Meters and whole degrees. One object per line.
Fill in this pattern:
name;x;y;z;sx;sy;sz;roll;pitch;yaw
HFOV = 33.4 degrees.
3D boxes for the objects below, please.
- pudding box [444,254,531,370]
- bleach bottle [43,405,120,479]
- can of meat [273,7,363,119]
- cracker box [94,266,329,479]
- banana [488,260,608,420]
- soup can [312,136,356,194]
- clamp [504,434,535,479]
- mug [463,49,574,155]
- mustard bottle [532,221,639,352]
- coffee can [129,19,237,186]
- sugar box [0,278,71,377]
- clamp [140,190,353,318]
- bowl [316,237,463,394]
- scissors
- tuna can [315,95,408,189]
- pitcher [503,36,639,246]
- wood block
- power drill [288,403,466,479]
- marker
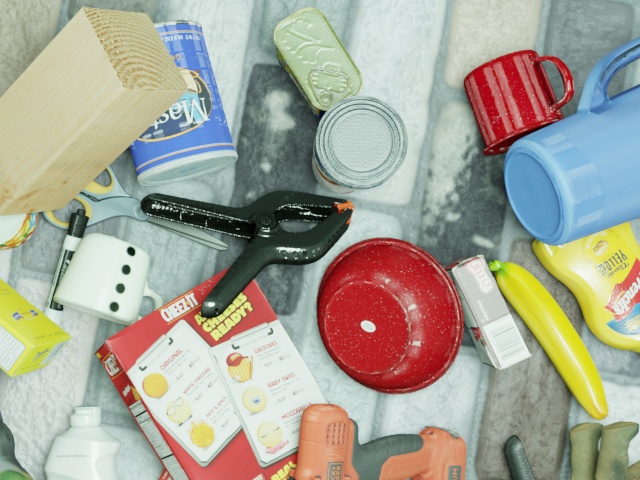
pudding box;0.164;0.071;1.071;0.039;0.090;0.113;-24;88;-1
bleach bottle;-0.224;0.291;1.063;0.102;0.068;0.251;-2;85;1
can of meat;-0.004;-0.175;1.083;0.057;0.084;0.102;-32;88;-3
cracker box;-0.094;0.154;1.044;0.164;0.072;0.214;-31;87;-29
banana;0.231;0.093;1.085;0.037;0.069;0.198;-35;95;32
soup can;0.026;-0.084;1.069;0.068;0.102;0.068;0;87;-2
clamp;0.225;0.282;1.086;0.120;0.039;0.171;20;82;0
mug;0.203;-0.145;1.076;0.093;0.117;0.081;-12;80;-42
mustard bottle;0.308;0.053;1.091;0.096;0.058;0.191;-35;89;-10
coffee can;-0.150;-0.135;1.068;0.103;0.103;0.140;-15;87;-2
sugar box;-0.337;0.059;1.047;0.176;0.093;0.048;40;96;6
clamp;-0.057;0.001;1.055;0.209;0.036;0.165;-8;48;-21
bowl;0.056;0.080;1.048;0.162;0.055;0.162;5;101;27
scissors;-0.202;-0.019;1.103;0.202;0.016;0.096;38;88;1
tuna can;0.038;-0.091;1.001;0.086;0.034;0.086;0;87;-2
pitcher;0.301;-0.094;1.031;0.242;0.145;0.149;-21;62;-19
wood block;-0.234;-0.118;1.009;0.206;0.090;0.091;-37;76;31
power drill;0.053;0.250;1.030;0.187;0.057;0.184;6;89;-36
marker;-0.259;0.026;1.089;0.020;0.020;0.121;17;95;-1
